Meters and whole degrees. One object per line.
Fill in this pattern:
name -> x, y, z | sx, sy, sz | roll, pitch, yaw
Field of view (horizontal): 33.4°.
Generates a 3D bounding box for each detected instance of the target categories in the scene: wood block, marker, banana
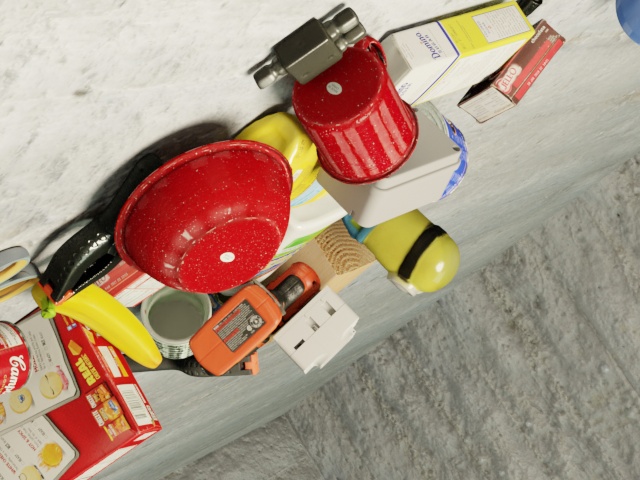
wood block -> -0.034, 0.051, 1.419 | 0.090, 0.091, 0.206 | -20, 163, -49
marker -> 0.185, -0.212, 1.081 | 0.020, 0.020, 0.121 | -24, 166, -38
banana -> -0.217, 0.072, 1.012 | 0.037, 0.070, 0.197 | -28, 152, 13

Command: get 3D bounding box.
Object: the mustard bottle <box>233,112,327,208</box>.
mustard bottle -> -0.025, -0.070, 1.008 | 0.096, 0.058, 0.191 | -46, 166, 15

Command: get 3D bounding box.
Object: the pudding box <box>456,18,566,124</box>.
pudding box -> 0.196, -0.172, 1.104 | 0.090, 0.039, 0.113 | -51, -176, -10

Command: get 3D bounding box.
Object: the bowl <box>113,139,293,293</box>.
bowl -> -0.085, -0.006, 0.880 | 0.162, 0.055, 0.162 | -21, 146, -15

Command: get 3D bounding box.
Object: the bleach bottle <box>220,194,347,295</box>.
bleach bottle -> -0.058, 0.001, 1.220 | 0.102, 0.068, 0.251 | -26, 170, -34

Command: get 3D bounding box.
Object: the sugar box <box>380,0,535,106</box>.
sugar box -> 0.110, -0.168, 0.996 | 0.175, 0.048, 0.093 | -20, 165, -38

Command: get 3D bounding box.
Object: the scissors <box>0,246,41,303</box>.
scissors -> -0.313, 0.055, 0.859 | 0.201, 0.016, 0.096 | -25, 165, -36

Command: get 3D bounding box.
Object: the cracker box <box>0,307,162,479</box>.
cracker box -> -0.288, 0.177, 1.067 | 0.214, 0.164, 0.072 | -35, 167, 9

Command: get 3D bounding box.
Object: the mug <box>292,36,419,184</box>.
mug -> 0.030, -0.116, 0.886 | 0.081, 0.093, 0.117 | 53, 53, -56

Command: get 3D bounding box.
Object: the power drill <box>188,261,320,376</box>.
power drill -> -0.088, 0.100, 1.220 | 0.184, 0.057, 0.187 | -45, 176, 9

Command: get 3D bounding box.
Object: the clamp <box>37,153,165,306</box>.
clamp -> -0.168, -0.010, 0.914 | 0.172, 0.039, 0.120 | -41, 162, 18

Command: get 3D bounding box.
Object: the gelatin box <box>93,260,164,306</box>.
gelatin box -> -0.189, 0.038, 1.093 | 0.073, 0.030, 0.089 | -34, 169, 13

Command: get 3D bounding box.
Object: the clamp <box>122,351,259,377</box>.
clamp -> -0.161, 0.149, 1.407 | 0.210, 0.036, 0.164 | 0, -168, 29

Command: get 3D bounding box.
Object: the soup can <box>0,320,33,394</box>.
soup can -> -0.320, 0.115, 0.961 | 0.069, 0.068, 0.102 | -40, 166, 31
